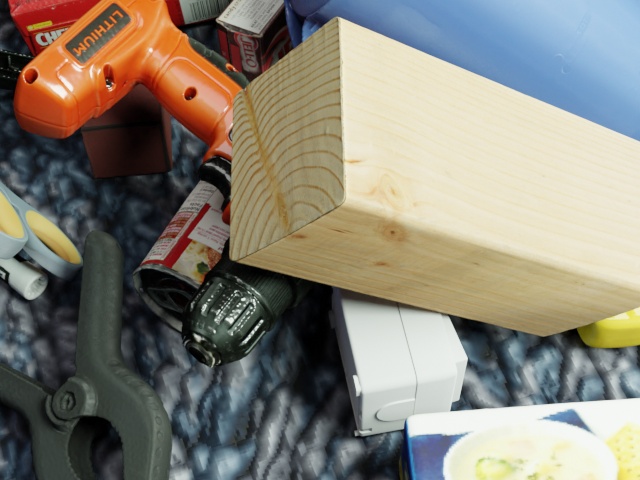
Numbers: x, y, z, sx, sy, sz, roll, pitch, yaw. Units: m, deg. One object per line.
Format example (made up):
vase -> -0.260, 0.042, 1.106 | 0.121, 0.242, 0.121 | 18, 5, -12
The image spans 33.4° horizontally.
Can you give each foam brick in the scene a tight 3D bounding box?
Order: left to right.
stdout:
foam brick -> -0.126, -0.088, 0.694 | 0.051, 0.053, 0.078 | -5, 56, -2

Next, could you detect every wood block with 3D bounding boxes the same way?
wood block -> 0.066, -0.020, 0.528 | 0.205, 0.090, 0.091 | 15, 64, -33

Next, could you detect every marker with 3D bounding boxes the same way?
marker -> -0.216, -0.003, 0.660 | 0.121, 0.020, 0.020 | 33, 63, 21

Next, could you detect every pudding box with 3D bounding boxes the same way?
pudding box -> -0.022, -0.141, 0.705 | 0.039, 0.090, 0.113 | 22, 59, 16

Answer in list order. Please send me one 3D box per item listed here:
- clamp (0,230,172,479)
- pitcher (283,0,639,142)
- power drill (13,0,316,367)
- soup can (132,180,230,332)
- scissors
clamp -> -0.139, 0.090, 0.579 | 0.120, 0.039, 0.171 | -31, 63, 15
pitcher -> 0.113, -0.139, 0.610 | 0.242, 0.149, 0.145 | 27, 56, -27
power drill -> -0.068, -0.043, 0.573 | 0.187, 0.057, 0.184 | 35, 57, 5
soup can -> -0.054, 0.001, 0.624 | 0.068, 0.068, 0.102 | 23, 59, 16
scissors -> -0.200, -0.033, 0.672 | 0.016, 0.096, 0.202 | -49, 33, 7
